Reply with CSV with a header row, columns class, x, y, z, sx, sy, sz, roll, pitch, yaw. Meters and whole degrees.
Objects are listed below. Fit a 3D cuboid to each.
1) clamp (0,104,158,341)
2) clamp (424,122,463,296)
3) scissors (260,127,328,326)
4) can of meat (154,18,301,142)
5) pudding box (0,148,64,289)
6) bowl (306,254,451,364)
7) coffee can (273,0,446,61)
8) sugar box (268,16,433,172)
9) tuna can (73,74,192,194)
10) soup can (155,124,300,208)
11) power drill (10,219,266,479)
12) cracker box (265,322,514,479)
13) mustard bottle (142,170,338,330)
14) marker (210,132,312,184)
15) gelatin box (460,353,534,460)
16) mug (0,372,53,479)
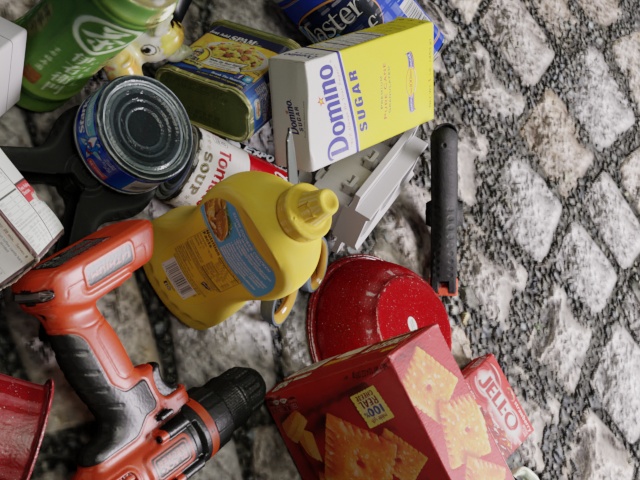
class,x,y,z,sx,sy,sz,roll,pitch,yaw
clamp,-0.191,-0.050,0.796,0.164,0.036,0.209,50,52,-16
clamp,0.117,-0.032,1.010,0.120,0.039,0.171,1,87,-77
scissors,-0.029,0.001,0.849,0.096,0.016,0.201,-57,157,-19
can of meat,-0.074,-0.133,0.890,0.083,0.102,0.057,-47,148,-39
pudding box,-0.220,-0.030,0.689,0.113,0.039,0.090,52,6,-11
bowl,0.066,0.082,0.954,0.161,0.055,0.162,16,63,-35
coffee can,0.037,-0.212,1.012,0.140,0.103,0.102,47,49,-17
sugar box,0.031,-0.127,0.904,0.175,0.048,0.093,-30,124,-46
tuna can,-0.139,-0.080,0.800,0.086,0.034,0.086,15,66,-38
soup can,-0.076,-0.044,0.871,0.102,0.069,0.068,25,58,-32
power drill,-0.126,0.083,0.763,0.184,0.057,0.187,-34,108,-46
cracker box,0.064,0.188,0.835,0.071,0.164,0.214,-26,91,-42
mustard bottle,-0.055,0.001,0.786,0.058,0.192,0.096,-34,97,-43
marker,-0.059,-0.071,0.930,0.120,0.020,0.020,21,61,-34
gelatin box,0.157,0.163,1.017,0.073,0.030,0.089,-32,95,-44
mug,-0.221,0.114,0.673,0.081,0.093,0.117,19,23,-17
